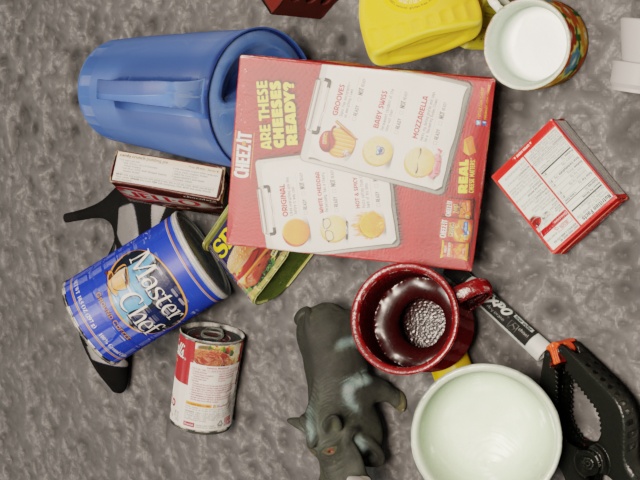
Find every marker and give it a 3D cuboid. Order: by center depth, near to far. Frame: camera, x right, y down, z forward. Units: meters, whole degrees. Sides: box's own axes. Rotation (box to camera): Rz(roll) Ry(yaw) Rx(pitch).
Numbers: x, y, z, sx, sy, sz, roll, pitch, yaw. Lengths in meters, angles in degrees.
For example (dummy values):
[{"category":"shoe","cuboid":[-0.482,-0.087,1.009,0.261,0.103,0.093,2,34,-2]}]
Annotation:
[{"category":"marker","cuboid":[0.152,0.058,0.932,0.121,0.020,0.020,44,119,25]}]

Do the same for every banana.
[{"category":"banana","cuboid":[0.113,0.139,0.959,0.070,0.037,0.198,-9,89,35]}]

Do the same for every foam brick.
[{"category":"foam brick","cuboid":[-0.020,-0.244,0.995,0.053,0.078,0.051,-45,69,34]}]

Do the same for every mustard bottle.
[{"category":"mustard bottle","cuboid":[0.062,-0.246,0.875,0.096,0.058,0.191,-16,77,5]}]

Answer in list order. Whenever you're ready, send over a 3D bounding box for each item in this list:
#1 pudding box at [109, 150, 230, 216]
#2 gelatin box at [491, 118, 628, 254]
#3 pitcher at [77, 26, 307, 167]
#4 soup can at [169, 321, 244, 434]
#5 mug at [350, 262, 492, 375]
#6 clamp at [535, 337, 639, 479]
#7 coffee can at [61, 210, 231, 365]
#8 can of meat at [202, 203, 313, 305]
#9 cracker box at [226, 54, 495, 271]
[{"category":"pudding box","cuboid":[-0.147,-0.056,1.076,0.113,0.090,0.039,8,82,4]},{"category":"gelatin box","cuboid":[0.197,-0.044,0.881,0.073,0.030,0.089,-47,68,29]},{"category":"pitcher","cuboid":[-0.139,-0.143,1.044,0.243,0.149,0.145,11,57,44]},{"category":"soup can","cuboid":[-0.119,0.143,1.117,0.069,0.068,0.102,17,105,35]},{"category":"mug","cuboid":[0.093,0.064,0.905,0.117,0.081,0.093,-32,70,15]},{"category":"clamp","cuboid":[0.237,0.181,0.866,0.165,0.036,0.210,-18,81,45]},{"category":"coffee can","cuboid":[-0.178,0.049,1.095,0.140,0.102,0.103,-31,74,6]},{"category":"can of meat","cuboid":[-0.057,0.001,1.062,0.084,0.057,0.102,49,121,20]},{"category":"cracker box","cuboid":[0.034,-0.069,0.920,0.214,0.072,0.164,6,100,5]}]
